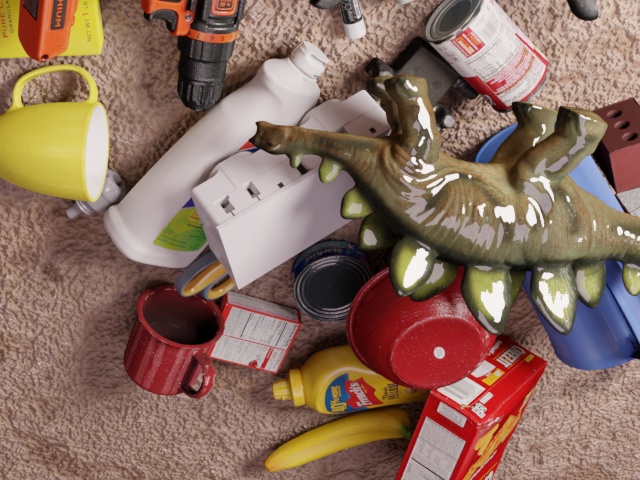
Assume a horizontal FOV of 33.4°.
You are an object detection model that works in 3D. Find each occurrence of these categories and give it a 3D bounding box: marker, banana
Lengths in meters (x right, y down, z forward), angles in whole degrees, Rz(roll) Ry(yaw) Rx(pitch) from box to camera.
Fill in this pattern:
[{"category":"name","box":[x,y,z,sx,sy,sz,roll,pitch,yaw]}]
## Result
[{"category":"marker","box":[0.019,-0.234,0.935,0.020,0.020,0.121,-15,124,2]},{"category":"banana","box":[0.027,0.223,1.218,0.198,0.069,0.037,-20,89,27]}]

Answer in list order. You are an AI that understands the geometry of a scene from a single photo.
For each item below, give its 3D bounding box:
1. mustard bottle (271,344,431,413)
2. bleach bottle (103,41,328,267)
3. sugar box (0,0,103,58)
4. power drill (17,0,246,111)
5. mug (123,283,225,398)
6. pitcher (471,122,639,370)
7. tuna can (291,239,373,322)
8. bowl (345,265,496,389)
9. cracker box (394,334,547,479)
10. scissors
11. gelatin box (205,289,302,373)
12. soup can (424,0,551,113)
[{"category":"mustard bottle","box":[0.042,0.151,1.175,0.191,0.058,0.096,-9,142,-1]},{"category":"bleach bottle","box":[-0.088,-0.083,0.985,0.251,0.068,0.102,-47,149,20]},{"category":"sugar box","box":[-0.277,-0.202,0.900,0.176,0.048,0.093,-5,124,-6]},{"category":"power drill","box":[-0.151,-0.190,0.884,0.187,0.057,0.184,-9,124,-34]},{"category":"mug","box":[-0.147,0.112,1.095,0.093,0.117,0.082,-16,141,-44]},{"category":"pitcher","box":[0.248,0.005,1.046,0.149,0.144,0.242,-10,124,42]},{"category":"tuna can","box":[0.012,0.042,1.113,0.086,0.034,0.086,-4,124,-5]},{"category":"bowl","box":[0.108,0.093,1.045,0.162,0.055,0.162,-4,125,-6]},{"category":"cracker box","box":[0.157,0.230,1.185,0.072,0.163,0.214,31,124,24]},{"category":"scissors","box":[-0.057,0.001,1.080,0.201,0.016,0.096,-32,159,-9]},{"category":"gelatin box","box":[-0.073,0.098,1.142,0.089,0.030,0.073,16,119,-18]},{"category":"soup can","box":[0.152,-0.173,0.966,0.069,0.068,0.102,-41,119,18]}]
